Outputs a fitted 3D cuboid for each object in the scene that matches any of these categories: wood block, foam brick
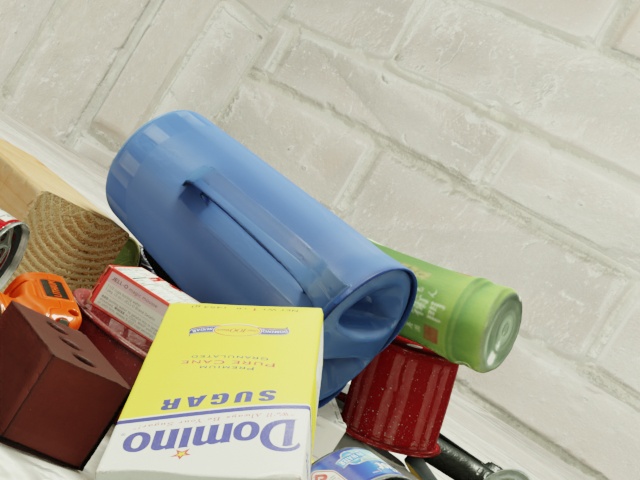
[{"bbox_3d":[-0.260,-0.021,0.906,0.090,0.091,0.206,31,1,-41],"label":"wood block"},{"bbox_3d":[-0.144,0.075,0.561,0.052,0.051,0.078,32,0,-37],"label":"foam brick"}]

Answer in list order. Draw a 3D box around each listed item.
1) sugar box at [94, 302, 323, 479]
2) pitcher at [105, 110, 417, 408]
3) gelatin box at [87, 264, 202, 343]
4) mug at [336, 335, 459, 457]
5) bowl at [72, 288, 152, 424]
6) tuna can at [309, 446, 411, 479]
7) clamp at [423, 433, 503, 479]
[{"bbox_3d":[-0.048,0.086,0.543,0.093,0.048,0.176,1,19,2],"label":"sugar box"},{"bbox_3d":[-0.055,0.001,0.806,0.243,0.149,0.144,41,34,26],"label":"pitcher"},{"bbox_3d":[-0.098,0.050,0.686,0.089,0.030,0.073,31,2,5],"label":"gelatin box"},{"bbox_3d":[0.056,0.120,0.886,0.117,0.081,0.093,19,7,31],"label":"mug"},{"bbox_3d":[-0.106,0.095,0.707,0.162,0.055,0.162,31,0,-1],"label":"bowl"},{"bbox_3d":[0.011,0.151,0.551,0.034,0.086,0.086,30,-1,40],"label":"tuna can"},{"bbox_3d":[0.148,0.216,0.962,0.171,0.039,0.120,33,4,16],"label":"clamp"}]
